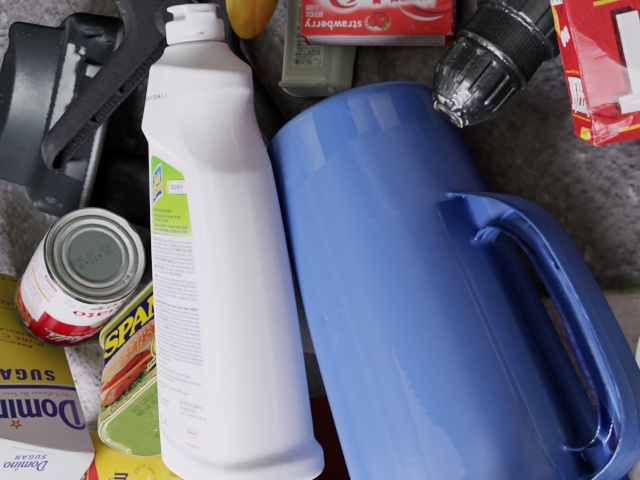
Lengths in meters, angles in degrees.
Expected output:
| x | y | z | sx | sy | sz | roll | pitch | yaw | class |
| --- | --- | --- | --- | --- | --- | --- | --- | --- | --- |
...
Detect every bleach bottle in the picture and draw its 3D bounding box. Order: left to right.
| x | y | z | sx | sy | sz | roll | pitch | yaw | class |
| --- | --- | --- | --- | --- | --- | --- | --- | --- | --- |
| -0.054 | 0.001 | 0.570 | 0.103 | 0.067 | 0.251 | 4 | 99 | 57 | bleach bottle |

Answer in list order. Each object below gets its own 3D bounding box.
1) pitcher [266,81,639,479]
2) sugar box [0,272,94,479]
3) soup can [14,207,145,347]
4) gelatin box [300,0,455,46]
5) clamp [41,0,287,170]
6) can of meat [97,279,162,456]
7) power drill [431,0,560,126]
| x | y | z | sx | sy | sz | roll | pitch | yaw | class |
| --- | --- | --- | --- | --- | --- | --- | --- | --- | --- |
| 0.061 | 0.038 | 0.553 | 0.149 | 0.145 | 0.243 | -21 | 72 | 5 | pitcher |
| -0.220 | 0.089 | 0.731 | 0.048 | 0.093 | 0.176 | -55 | 42 | 19 | sugar box |
| -0.163 | 0.026 | 0.718 | 0.102 | 0.068 | 0.068 | -40 | 64 | 57 | soup can |
| 0.035 | -0.151 | 0.618 | 0.089 | 0.030 | 0.073 | 2 | 87 | 8 | gelatin box |
| -0.079 | -0.133 | 0.689 | 0.164 | 0.036 | 0.210 | 10 | 77 | -1 | clamp |
| -0.097 | 0.077 | 0.680 | 0.102 | 0.057 | 0.084 | -42 | 34 | 26 | can of meat |
| 0.070 | -0.171 | 0.560 | 0.188 | 0.057 | 0.184 | 38 | 85 | 20 | power drill |
